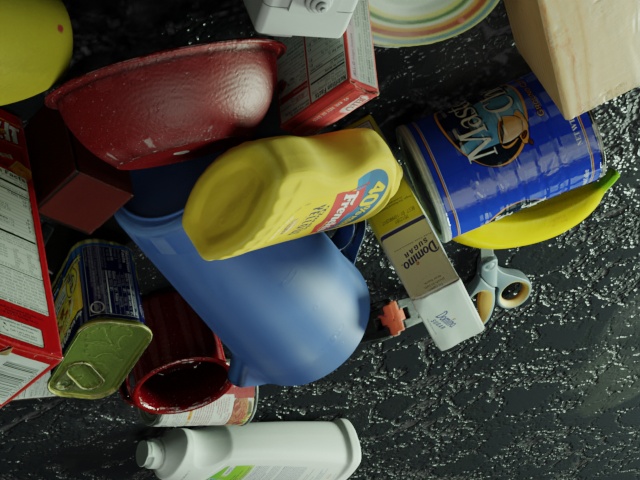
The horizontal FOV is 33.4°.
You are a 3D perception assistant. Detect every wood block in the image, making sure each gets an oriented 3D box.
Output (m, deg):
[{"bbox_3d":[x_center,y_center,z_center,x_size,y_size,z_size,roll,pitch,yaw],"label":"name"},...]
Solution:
[{"bbox_3d":[0.176,-0.192,0.739,0.090,0.091,0.206,-26,144,5],"label":"wood block"}]

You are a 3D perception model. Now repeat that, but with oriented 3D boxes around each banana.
[{"bbox_3d":[0.189,-0.024,1.004,0.197,0.037,0.070,-16,132,-22],"label":"banana"}]

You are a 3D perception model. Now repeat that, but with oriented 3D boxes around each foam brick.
[{"bbox_3d":[-0.173,-0.054,0.751,0.053,0.078,0.051,-38,142,25],"label":"foam brick"}]

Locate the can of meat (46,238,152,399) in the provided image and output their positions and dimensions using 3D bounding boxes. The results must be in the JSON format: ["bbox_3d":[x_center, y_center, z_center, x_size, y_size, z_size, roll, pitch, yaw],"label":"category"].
[{"bbox_3d":[-0.177,0.061,0.829,0.057,0.084,0.102,10,136,-31],"label":"can of meat"}]

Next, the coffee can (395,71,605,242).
[{"bbox_3d":[0.145,-0.071,0.869,0.140,0.103,0.102,-23,145,1],"label":"coffee can"}]

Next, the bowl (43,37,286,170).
[{"bbox_3d":[-0.095,-0.084,0.700,0.162,0.055,0.162,-13,180,0],"label":"bowl"}]

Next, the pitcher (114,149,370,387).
[{"bbox_3d":[-0.056,0.001,0.855,0.145,0.149,0.242,-15,144,17],"label":"pitcher"}]

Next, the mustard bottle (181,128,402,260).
[{"bbox_3d":[-0.002,-0.038,0.742,0.191,0.058,0.096,-15,155,-52],"label":"mustard bottle"}]

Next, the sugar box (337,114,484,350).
[{"bbox_3d":[0.067,-0.007,0.849,0.048,0.176,0.093,-26,145,6],"label":"sugar box"}]

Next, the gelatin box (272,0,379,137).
[{"bbox_3d":[0.002,-0.124,0.724,0.030,0.089,0.073,14,150,-39],"label":"gelatin box"}]

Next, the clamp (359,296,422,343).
[{"bbox_3d":[0.046,0.079,1.005,0.164,0.036,0.210,-19,176,1],"label":"clamp"}]

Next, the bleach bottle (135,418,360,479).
[{"bbox_3d":[-0.083,0.239,1.194,0.250,0.068,0.103,11,133,-34],"label":"bleach bottle"}]

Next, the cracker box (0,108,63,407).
[{"bbox_3d":[-0.259,0.027,0.694,0.164,0.214,0.072,-37,140,20],"label":"cracker box"}]

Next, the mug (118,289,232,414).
[{"bbox_3d":[-0.140,0.105,0.970,0.117,0.081,0.093,-37,142,24],"label":"mug"}]

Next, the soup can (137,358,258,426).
[{"bbox_3d":[-0.122,0.149,1.050,0.102,0.068,0.069,5,137,-31],"label":"soup can"}]

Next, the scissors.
[{"bbox_3d":[0.185,0.022,1.088,0.096,0.016,0.202,-13,140,-20],"label":"scissors"}]
